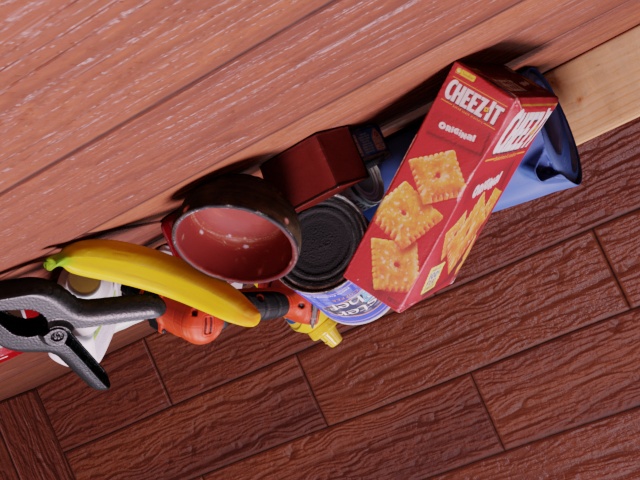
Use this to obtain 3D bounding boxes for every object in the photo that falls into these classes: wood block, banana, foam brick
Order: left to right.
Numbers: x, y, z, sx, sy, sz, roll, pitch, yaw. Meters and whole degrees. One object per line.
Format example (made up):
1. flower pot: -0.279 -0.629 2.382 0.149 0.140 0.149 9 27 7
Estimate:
1. banana: -0.150 0.035 0.956 0.197 0.069 0.037 15 121 -18
2. foam brick: -0.006 -0.062 0.963 0.078 0.051 0.052 -26 177 39
3. wood block: 0.348 -0.183 1.207 0.206 0.090 0.090 -26 177 31

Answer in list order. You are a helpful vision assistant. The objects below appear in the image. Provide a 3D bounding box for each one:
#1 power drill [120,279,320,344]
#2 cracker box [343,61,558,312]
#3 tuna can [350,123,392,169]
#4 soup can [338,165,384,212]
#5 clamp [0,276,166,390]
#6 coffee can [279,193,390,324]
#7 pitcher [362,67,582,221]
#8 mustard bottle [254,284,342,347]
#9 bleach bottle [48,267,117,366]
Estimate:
1. power drill: -0.108 0.064 1.174 0.187 0.057 0.185 -6 -163 -34
2. cracker box: 0.122 -0.051 0.967 0.214 0.072 0.164 -62 163 19
3. tuna can: 0.023 -0.080 1.026 0.086 0.034 0.086 -24 177 -2
4. soup can: 0.009 -0.050 1.133 0.102 0.068 0.068 -27 176 34
5. clamp: -0.227 0.069 0.958 0.171 0.039 0.120 30 109 -39
6. coffee can: 0.018 0.021 1.074 0.103 0.103 0.140 -24 158 10
7. pitcher: 0.152 -0.087 1.166 0.243 0.145 0.149 -21 166 26
8. mustard bottle: -0.041 0.053 1.301 0.058 0.191 0.096 -43 -175 -25
9. bleach bottle: -0.240 0.063 1.090 0.068 0.102 0.251 19 159 -7
